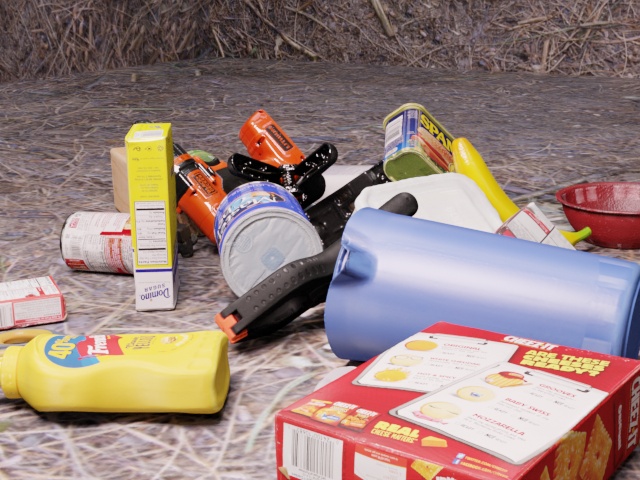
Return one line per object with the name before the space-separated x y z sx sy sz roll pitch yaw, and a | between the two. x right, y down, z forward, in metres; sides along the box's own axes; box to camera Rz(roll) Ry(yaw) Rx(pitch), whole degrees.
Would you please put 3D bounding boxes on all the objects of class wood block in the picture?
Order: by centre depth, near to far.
wood block | -0.212 -0.069 1.421 0.090 0.090 0.206 -8 17 -20

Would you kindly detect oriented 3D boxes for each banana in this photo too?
banana | 0.215 -0.035 1.201 0.197 0.069 0.037 35 -28 -14

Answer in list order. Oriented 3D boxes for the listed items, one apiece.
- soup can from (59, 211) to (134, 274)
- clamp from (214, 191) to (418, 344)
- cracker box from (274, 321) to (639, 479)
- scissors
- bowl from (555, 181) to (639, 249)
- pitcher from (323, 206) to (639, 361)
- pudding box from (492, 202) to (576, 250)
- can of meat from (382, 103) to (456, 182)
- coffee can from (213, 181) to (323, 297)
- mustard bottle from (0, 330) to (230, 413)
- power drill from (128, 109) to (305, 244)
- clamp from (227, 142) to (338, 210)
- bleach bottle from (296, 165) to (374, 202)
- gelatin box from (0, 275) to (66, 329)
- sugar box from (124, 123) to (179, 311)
soup can | -0.231 0.003 1.196 0.102 0.068 0.068 3 16 19
clamp | -0.009 0.044 0.997 0.209 0.165 0.036 -30 70 -28
cracker box | 0.098 0.126 0.700 0.164 0.072 0.213 10 18 34
scissors | -0.211 0.089 0.970 0.201 0.016 0.096 -9 17 -28
bowl | 0.363 -0.028 1.280 0.162 0.055 0.162 -1 15 0
pitcher | 0.138 0.056 0.881 0.243 0.145 0.149 10 30 24
pudding box | 0.218 0.014 1.080 0.039 0.090 0.113 -44 -6 29
can of meat | 0.116 -0.092 1.213 0.058 0.102 0.084 -31 32 31
coffee can | -0.057 0.001 1.118 0.102 0.103 0.140 -3 15 -8
mustard bottle | -0.170 0.103 0.835 0.191 0.058 0.096 -1 14 3
power drill | -0.122 -0.096 1.308 0.187 0.184 0.057 -32 -13 -42
clamp | -0.045 -0.070 1.221 0.120 0.039 0.171 2 -19 -3
bleach bottle | -0.009 -0.075 1.483 0.251 0.068 0.102 6 16 33
gelatin box | -0.301 0.063 1.052 0.089 0.030 0.073 -7 15 -22
sugar box | -0.169 -0.026 1.086 0.048 0.176 0.093 -4 16 -3
